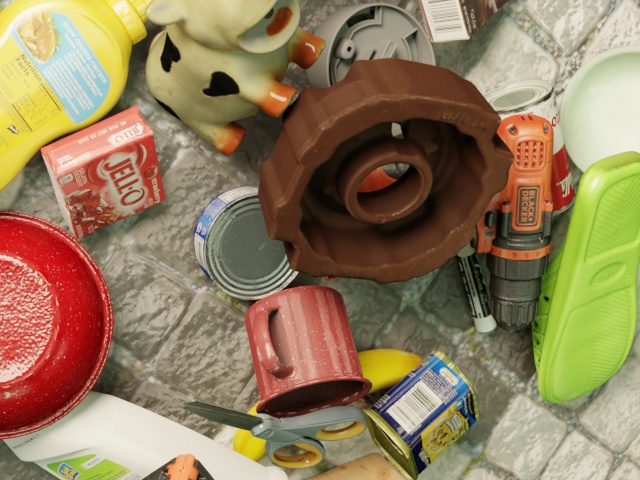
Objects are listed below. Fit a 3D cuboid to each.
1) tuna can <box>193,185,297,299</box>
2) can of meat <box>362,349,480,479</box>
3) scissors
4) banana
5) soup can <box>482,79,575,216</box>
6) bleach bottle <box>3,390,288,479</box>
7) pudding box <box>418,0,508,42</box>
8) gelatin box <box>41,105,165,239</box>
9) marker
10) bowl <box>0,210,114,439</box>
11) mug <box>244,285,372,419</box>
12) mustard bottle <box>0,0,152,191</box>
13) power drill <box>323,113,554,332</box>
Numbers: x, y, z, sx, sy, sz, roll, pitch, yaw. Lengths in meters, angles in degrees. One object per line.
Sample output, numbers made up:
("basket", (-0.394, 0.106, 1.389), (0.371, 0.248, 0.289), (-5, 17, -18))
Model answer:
("tuna can", (-0.055, 0.001, 0.837), (0.086, 0.034, 0.086), (-7, 109, -23))
("can of meat", (0.089, 0.152, 0.922), (0.084, 0.057, 0.102), (-40, 151, -12))
("scissors", (-0.025, 0.137, 0.821), (0.096, 0.016, 0.201), (-25, 149, 6))
("banana", (0.000, 0.135, 0.907), (0.197, 0.037, 0.069), (-29, 145, -11))
("soup can", (0.172, -0.076, 0.899), (0.068, 0.069, 0.102), (-25, 115, -16))
("bleach bottle", (-0.146, 0.164, 0.816), (0.103, 0.068, 0.250), (-34, 123, 31))
("pudding box", (0.103, -0.220, 0.816), (0.089, 0.039, 0.113), (-46, 127, -44))
("gelatin box", (-0.151, -0.046, 0.754), (0.073, 0.030, 0.089), (-26, 154, -16))
("marker", (0.133, 0.026, 0.941), (0.020, 0.020, 0.121), (-26, 115, -16))
("bowl", (-0.223, 0.055, 0.727), (0.162, 0.055, 0.162), (1, 82, -10))
("mug", (-0.019, 0.084, 0.831), (0.093, 0.081, 0.117), (-24, 155, 23))
("mustard bottle", (-0.190, -0.114, 0.724), (0.191, 0.058, 0.096), (-37, 119, -10))
("power drill", (0.093, -0.009, 0.858), (0.187, 0.057, 0.184), (-2, 110, -4))
